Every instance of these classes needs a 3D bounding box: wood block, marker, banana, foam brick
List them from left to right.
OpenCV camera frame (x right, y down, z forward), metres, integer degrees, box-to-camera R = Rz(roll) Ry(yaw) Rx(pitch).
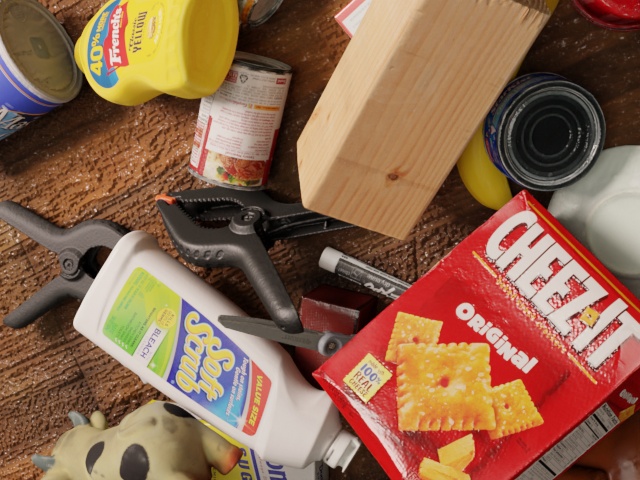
[{"bbox_3d":[0.012,0.083,0.895,0.051,0.053,0.078,12,104,18],"label":"foam brick"},{"bbox_3d":[0.056,0.037,0.886,0.121,0.020,0.020,24,108,14],"label":"marker"},{"bbox_3d":[0.066,-0.112,0.772,0.090,0.090,0.206,18,126,-18],"label":"wood block"},{"bbox_3d":[0.139,-0.109,0.818,0.069,0.037,0.198,3,107,-9],"label":"banana"}]

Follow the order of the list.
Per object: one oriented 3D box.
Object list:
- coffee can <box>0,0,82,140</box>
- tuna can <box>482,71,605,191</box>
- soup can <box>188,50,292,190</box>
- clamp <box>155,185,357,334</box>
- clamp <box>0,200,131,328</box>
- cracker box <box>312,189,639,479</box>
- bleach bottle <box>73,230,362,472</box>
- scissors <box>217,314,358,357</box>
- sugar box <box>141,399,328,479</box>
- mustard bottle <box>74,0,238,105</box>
[{"bbox_3d":[-0.296,-0.139,0.938,0.140,0.102,0.103,-25,91,23],"label":"coffee can"},{"bbox_3d":[0.166,-0.080,0.792,0.086,0.034,0.086,-2,107,-8],"label":"tuna can"},{"bbox_3d":[-0.066,-0.100,0.878,0.068,0.068,0.102,18,107,16],"label":"soup can"},{"bbox_3d":[-0.056,0.001,0.865,0.210,0.164,0.036,10,132,27],"label":"clamp"},{"bbox_3d":[-0.228,0.030,0.982,0.172,0.039,0.120,7,105,19],"label":"clamp"},{"bbox_3d":[0.125,0.092,0.770,0.214,0.072,0.164,-42,55,4],"label":"cracker box"},{"bbox_3d":[-0.074,0.099,0.870,0.251,0.068,0.102,33,97,10],"label":"bleach bottle"},{"bbox_3d":[0.012,0.100,0.849,0.201,0.016,0.096,-1,106,-21],"label":"scissors"},{"bbox_3d":[-0.081,0.202,0.958,0.176,0.048,0.093,4,103,21],"label":"sugar box"},{"bbox_3d":[-0.147,-0.160,0.876,0.192,0.058,0.096,2,83,48],"label":"mustard bottle"}]
